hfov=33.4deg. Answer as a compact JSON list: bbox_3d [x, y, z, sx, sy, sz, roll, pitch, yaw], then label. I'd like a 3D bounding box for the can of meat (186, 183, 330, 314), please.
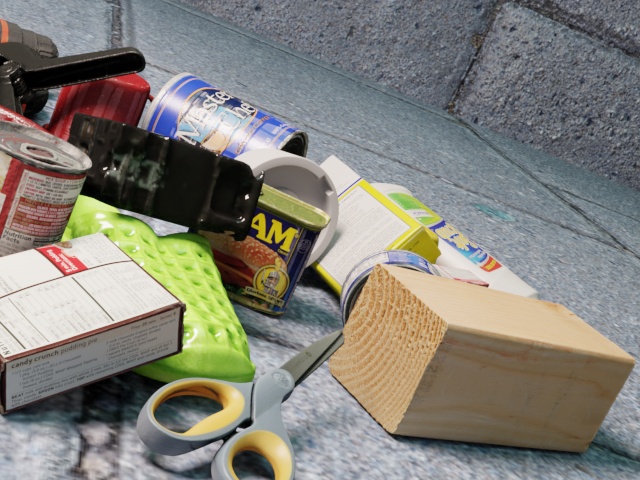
[{"bbox_3d":[-0.056,0.001,0.840,0.102,0.084,0.057,25,14,2],"label":"can of meat"}]

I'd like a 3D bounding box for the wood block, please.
[{"bbox_3d":[0.121,0.091,0.790,0.205,0.090,0.091,13,18,-38],"label":"wood block"}]

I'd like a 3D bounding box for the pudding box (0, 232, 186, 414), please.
[{"bbox_3d":[-0.144,0.041,0.584,0.113,0.039,0.090,-18,40,-37],"label":"pudding box"}]

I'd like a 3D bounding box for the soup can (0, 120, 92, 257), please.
[{"bbox_3d":[-0.186,-0.012,0.636,0.068,0.102,0.068,22,14,-6],"label":"soup can"}]

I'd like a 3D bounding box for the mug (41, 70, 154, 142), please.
[{"bbox_3d":[-0.211,-0.130,1.069,0.117,0.081,0.093,11,19,-41],"label":"mug"}]

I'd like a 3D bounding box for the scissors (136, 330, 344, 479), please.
[{"bbox_3d":[-0.018,0.100,0.615,0.096,0.016,0.201,46,30,25],"label":"scissors"}]

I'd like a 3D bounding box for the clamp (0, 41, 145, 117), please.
[{"bbox_3d":[-0.275,-0.150,0.997,0.210,0.036,0.164,27,55,36],"label":"clamp"}]

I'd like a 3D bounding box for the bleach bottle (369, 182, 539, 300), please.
[{"bbox_3d":[0.143,0.026,1.122,0.251,0.068,0.102,36,18,32],"label":"bleach bottle"}]

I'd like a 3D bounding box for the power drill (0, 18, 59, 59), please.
[{"bbox_3d":[-0.421,-0.263,1.262,0.184,0.057,0.188,11,19,-43],"label":"power drill"}]

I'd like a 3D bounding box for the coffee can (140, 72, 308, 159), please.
[{"bbox_3d":[-0.098,-0.095,1.081,0.140,0.103,0.102,28,15,14],"label":"coffee can"}]

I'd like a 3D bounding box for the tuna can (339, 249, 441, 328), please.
[{"bbox_3d":[0.058,0.052,0.835,0.086,0.086,0.034,22,16,-7],"label":"tuna can"}]

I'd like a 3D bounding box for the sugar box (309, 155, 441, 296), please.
[{"bbox_3d":[0.025,-0.006,0.974,0.048,0.093,0.176,51,-3,-34],"label":"sugar box"}]
